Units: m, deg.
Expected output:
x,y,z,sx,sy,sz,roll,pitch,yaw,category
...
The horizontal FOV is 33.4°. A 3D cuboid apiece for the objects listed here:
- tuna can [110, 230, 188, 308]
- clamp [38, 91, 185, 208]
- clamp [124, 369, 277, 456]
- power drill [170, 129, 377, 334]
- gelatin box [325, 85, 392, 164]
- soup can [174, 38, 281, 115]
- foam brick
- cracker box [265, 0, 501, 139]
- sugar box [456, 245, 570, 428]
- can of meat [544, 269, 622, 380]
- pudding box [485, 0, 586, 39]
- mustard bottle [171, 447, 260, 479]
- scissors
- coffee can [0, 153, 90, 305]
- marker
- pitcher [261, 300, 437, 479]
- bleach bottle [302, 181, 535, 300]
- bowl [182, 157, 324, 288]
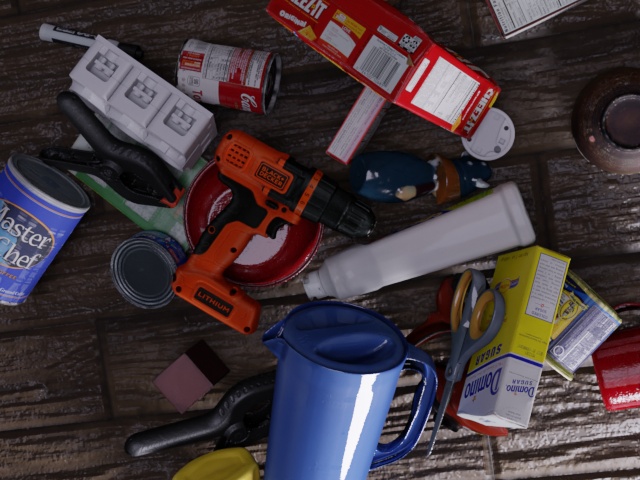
x,y,z,sx,sy,sz,roll,pitch,yaw,category
-0.193,0.032,1.215,0.086,0.033,0.086,6,111,17,tuna can
-0.235,-0.084,1.184,0.171,0.039,0.120,38,146,-11,clamp
-0.099,0.217,1.211,0.210,0.164,0.036,-32,47,-4,clamp
-0.057,0.001,1.122,0.184,0.057,0.188,30,97,2,power drill
0.044,-0.127,1.141,0.030,0.073,0.089,32,102,5,gelatin box
-0.100,-0.179,1.161,0.102,0.068,0.068,12,100,8,soup can
-0.145,0.154,1.211,0.053,0.078,0.051,-41,88,12,foam brick
0.068,-0.184,1.036,0.164,0.213,0.072,39,103,23,cracker box
0.193,0.098,1.076,0.048,0.093,0.176,22,77,-11,sugar box
0.257,0.083,1.121,0.057,0.102,0.084,36,101,-27,can of meat
0.223,-0.273,1.108,0.113,0.039,0.090,-24,94,14,pudding box
-0.114,0.326,1.216,0.096,0.058,0.192,-20,130,-25,mustard bottle
0.147,0.128,1.084,0.016,0.096,0.202,11,86,-22,scissors
-0.341,-0.012,1.208,0.103,0.102,0.140,37,102,3,coffee can
-0.258,-0.223,1.206,0.121,0.020,0.020,14,100,7,marker
0.016,0.198,1.144,0.149,0.144,0.243,32,124,34,pitcher
0.099,0.011,1.136,0.251,0.102,0.068,-20,91,12,bleach bottle
-0.077,-0.020,1.177,0.162,0.055,0.162,1,100,3,bowl
